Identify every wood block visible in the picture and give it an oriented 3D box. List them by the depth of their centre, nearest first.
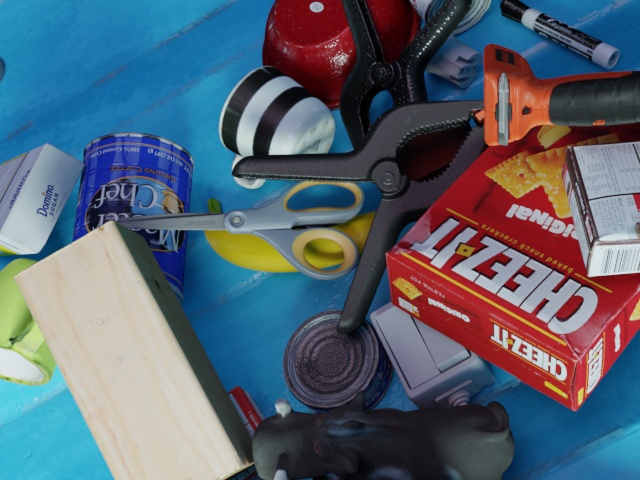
[{"bbox_3d":[-0.137,0.100,0.816,0.090,0.091,0.206,-30,79,2],"label":"wood block"}]

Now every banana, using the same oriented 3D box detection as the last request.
[{"bbox_3d":[-0.028,-0.004,0.927,0.198,0.037,0.069,6,68,26],"label":"banana"}]

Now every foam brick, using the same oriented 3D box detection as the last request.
[{"bbox_3d":[0.097,-0.068,0.893,0.078,0.053,0.051,-26,59,10],"label":"foam brick"}]

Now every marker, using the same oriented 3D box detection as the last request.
[{"bbox_3d":[0.203,-0.181,0.920,0.121,0.020,0.020,37,84,33],"label":"marker"}]

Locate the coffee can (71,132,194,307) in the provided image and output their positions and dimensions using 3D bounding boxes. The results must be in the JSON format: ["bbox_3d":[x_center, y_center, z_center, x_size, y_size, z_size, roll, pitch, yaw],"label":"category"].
[{"bbox_3d":[-0.169,-0.011,0.954,0.103,0.102,0.140,-8,63,20],"label":"coffee can"}]

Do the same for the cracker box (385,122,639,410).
[{"bbox_3d":[0.177,-0.006,0.783,0.164,0.072,0.213,30,61,32],"label":"cracker box"}]

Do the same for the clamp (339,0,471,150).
[{"bbox_3d":[0.068,-0.147,0.918,0.120,0.039,0.171,5,96,31],"label":"clamp"}]

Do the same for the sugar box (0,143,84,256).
[{"bbox_3d":[-0.281,-0.034,0.999,0.177,0.048,0.093,0,63,59],"label":"sugar box"}]

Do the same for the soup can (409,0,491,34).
[{"bbox_3d":[0.104,-0.243,0.965,0.068,0.068,0.102,-31,58,7],"label":"soup can"}]

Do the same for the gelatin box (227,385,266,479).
[{"bbox_3d":[-0.079,0.175,0.869,0.089,0.030,0.073,-38,58,3],"label":"gelatin box"}]

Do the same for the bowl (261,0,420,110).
[{"bbox_3d":[0.008,-0.204,0.997,0.162,0.055,0.162,-10,63,20],"label":"bowl"}]

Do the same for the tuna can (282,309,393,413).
[{"bbox_3d":[0.013,0.100,0.861,0.086,0.033,0.086,-10,63,20],"label":"tuna can"}]

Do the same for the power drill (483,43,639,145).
[{"bbox_3d":[0.210,-0.113,0.762,0.188,0.057,0.184,-1,21,11],"label":"power drill"}]

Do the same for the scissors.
[{"bbox_3d":[-0.056,0.001,0.868,0.201,0.016,0.096,-16,77,-10],"label":"scissors"}]

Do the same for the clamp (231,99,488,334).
[{"bbox_3d":[0.055,-0.036,0.843,0.210,0.036,0.164,-28,84,4],"label":"clamp"}]
